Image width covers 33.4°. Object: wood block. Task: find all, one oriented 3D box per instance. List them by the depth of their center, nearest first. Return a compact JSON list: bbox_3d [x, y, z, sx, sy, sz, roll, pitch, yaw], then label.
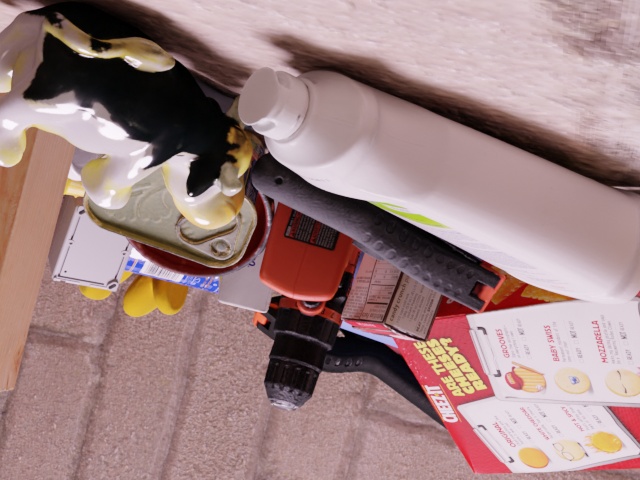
[{"bbox_3d":[-0.229,-0.012,0.694,0.090,0.206,0.091,13,175,2],"label":"wood block"}]

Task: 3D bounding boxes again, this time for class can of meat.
[{"bbox_3d":[-0.087,-0.039,0.668,0.102,0.057,0.084,20,-149,-7],"label":"can of meat"}]

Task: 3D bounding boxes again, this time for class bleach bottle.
[{"bbox_3d":[0.067,-0.031,0.558,0.250,0.068,0.103,20,176,-39],"label":"bleach bottle"}]

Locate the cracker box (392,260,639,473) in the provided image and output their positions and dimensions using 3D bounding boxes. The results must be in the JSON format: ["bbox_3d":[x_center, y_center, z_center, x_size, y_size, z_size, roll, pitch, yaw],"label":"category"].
[{"bbox_3d":[0.180,0.086,0.771,0.214,0.072,0.164,-11,121,37],"label":"cracker box"}]

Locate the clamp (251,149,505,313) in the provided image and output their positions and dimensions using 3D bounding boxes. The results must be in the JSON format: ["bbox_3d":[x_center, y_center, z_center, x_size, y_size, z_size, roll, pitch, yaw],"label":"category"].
[{"bbox_3d":[0.031,-0.010,0.635,0.171,0.039,0.120,31,-164,5],"label":"clamp"}]

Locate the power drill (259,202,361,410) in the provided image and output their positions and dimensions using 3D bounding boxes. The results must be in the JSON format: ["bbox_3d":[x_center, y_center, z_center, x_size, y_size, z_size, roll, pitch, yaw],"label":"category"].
[{"bbox_3d":[-0.006,0.026,0.777,0.057,0.184,0.187,14,165,4],"label":"power drill"}]

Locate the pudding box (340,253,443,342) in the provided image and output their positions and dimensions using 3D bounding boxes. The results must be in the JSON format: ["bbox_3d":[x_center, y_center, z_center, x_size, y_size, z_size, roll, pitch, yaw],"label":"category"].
[{"bbox_3d":[0.061,0.012,0.735,0.039,0.113,0.090,21,173,-16],"label":"pudding box"}]

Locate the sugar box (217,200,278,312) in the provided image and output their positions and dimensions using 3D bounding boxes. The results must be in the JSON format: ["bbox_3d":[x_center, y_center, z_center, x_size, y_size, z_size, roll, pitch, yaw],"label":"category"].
[{"bbox_3d":[-0.056,0.001,0.886,0.048,0.093,0.176,14,-178,-3],"label":"sugar box"}]

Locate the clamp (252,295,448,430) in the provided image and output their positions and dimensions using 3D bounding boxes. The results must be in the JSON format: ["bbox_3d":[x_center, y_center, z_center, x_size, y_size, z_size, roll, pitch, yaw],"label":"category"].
[{"bbox_3d":[0.044,0.085,0.982,0.210,0.036,0.164,18,-144,-1],"label":"clamp"}]
